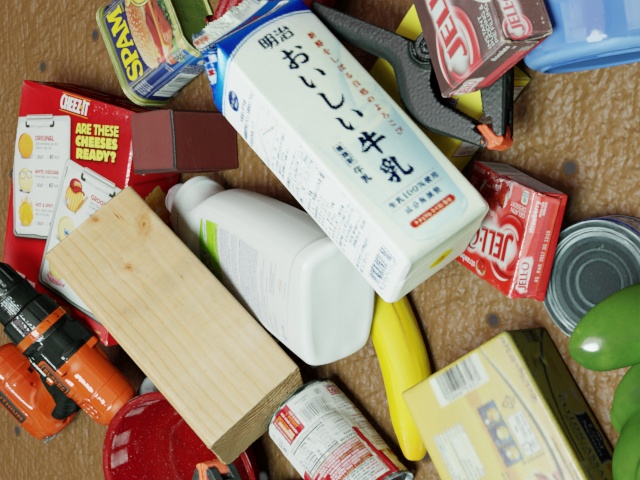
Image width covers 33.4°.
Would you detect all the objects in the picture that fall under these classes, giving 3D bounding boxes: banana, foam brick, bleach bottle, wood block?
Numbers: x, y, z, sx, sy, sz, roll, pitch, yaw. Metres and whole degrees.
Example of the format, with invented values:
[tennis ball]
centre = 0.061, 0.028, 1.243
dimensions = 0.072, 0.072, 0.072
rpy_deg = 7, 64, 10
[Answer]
[banana]
centre = 0.047, 0.068, 0.817
dimensions = 0.198, 0.037, 0.070
rpy_deg = 63, 146, 18
[foam brick]
centre = -0.115, -0.084, 0.907
dimensions = 0.053, 0.078, 0.051
rpy_deg = -2, 93, 38
[bleach bottle]
centre = -0.056, 0.001, 0.851
dimensions = 0.251, 0.068, 0.102
rpy_deg = 33, 131, 48
[wood block]
centre = -0.114, 0.068, 0.855
dimensions = 0.090, 0.091, 0.206
rpy_deg = -41, 72, -11

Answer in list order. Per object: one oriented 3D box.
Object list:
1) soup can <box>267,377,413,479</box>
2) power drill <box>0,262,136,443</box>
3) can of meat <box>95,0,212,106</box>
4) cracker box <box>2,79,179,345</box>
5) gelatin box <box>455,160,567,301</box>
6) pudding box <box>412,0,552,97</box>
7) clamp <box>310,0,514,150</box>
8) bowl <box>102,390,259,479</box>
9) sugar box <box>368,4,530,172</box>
[soup can]
centre = 0.014, 0.166, 0.830
dimensions = 0.102, 0.068, 0.069
rpy_deg = 47, 121, 27
[power drill]
centre = -0.269, 0.112, 1.003
dimensions = 0.184, 0.057, 0.188
rpy_deg = 48, 148, -4
[can of meat]
centre = -0.139, -0.182, 0.931
dimensions = 0.084, 0.057, 0.102
rpy_deg = -31, 75, 35
[cracker box]
centre = -0.215, -0.030, 0.999
dimensions = 0.164, 0.071, 0.214
rpy_deg = 19, 105, 35
[gelatin box]
centre = 0.126, -0.008, 0.719
dimensions = 0.089, 0.030, 0.073
rpy_deg = -135, 53, -65
[pudding box]
centre = 0.088, -0.154, 0.638
dimensions = 0.090, 0.039, 0.113
rpy_deg = 142, 116, -69
[clamp]
centre = 0.067, -0.128, 0.715
dimensions = 0.120, 0.039, 0.171
rpy_deg = -29, 76, 31
[bowl]
centre = -0.111, 0.201, 0.933
dimensions = 0.162, 0.055, 0.162
rpy_deg = 7, 105, 27
[sugar box]
centre = 0.062, -0.077, 0.780
dimensions = 0.093, 0.048, 0.176
rpy_deg = 48, 120, 23
